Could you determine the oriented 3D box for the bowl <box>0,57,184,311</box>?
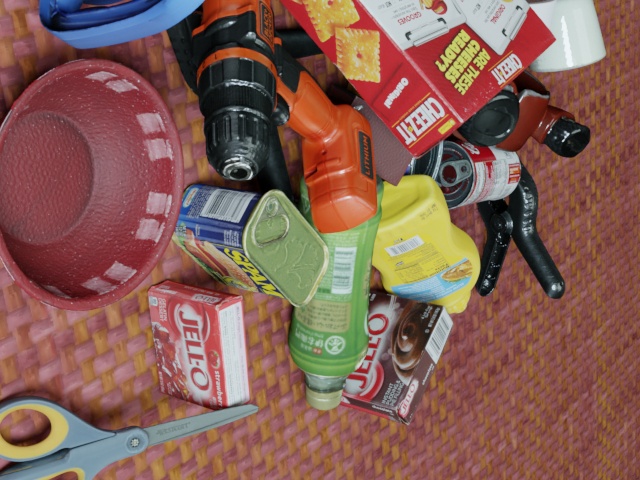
[{"bbox_3d":[-0.163,-0.038,0.694,0.161,0.055,0.162,-16,111,-50],"label":"bowl"}]

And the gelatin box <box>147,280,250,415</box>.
[{"bbox_3d":[-0.091,0.079,0.801,0.030,0.073,0.089,-25,118,-47],"label":"gelatin box"}]

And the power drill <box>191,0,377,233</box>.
[{"bbox_3d":[-0.022,-0.082,0.751,0.187,0.057,0.184,48,32,-48],"label":"power drill"}]

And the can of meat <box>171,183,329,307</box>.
[{"bbox_3d":[-0.055,0.001,0.819,0.102,0.084,0.057,49,60,-46],"label":"can of meat"}]

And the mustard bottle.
[{"bbox_3d":[0.099,0.017,1.018,0.191,0.096,0.058,50,23,-46],"label":"mustard bottle"}]

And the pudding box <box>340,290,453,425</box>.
[{"bbox_3d":[0.061,0.107,0.992,0.113,0.090,0.039,-60,140,-24],"label":"pudding box"}]

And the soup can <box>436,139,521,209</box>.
[{"bbox_3d":[0.152,-0.070,1.085,0.102,0.069,0.068,-11,107,-51],"label":"soup can"}]

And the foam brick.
[{"bbox_3d":[0.039,-0.091,0.912,0.078,0.051,0.053,27,98,-26],"label":"foam brick"}]

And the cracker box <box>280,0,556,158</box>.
[{"bbox_3d":[0.066,-0.194,0.855,0.213,0.072,0.164,50,51,-1],"label":"cracker box"}]

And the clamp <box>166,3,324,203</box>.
[{"bbox_3d":[-0.056,-0.125,0.827,0.209,0.036,0.164,26,75,-53],"label":"clamp"}]

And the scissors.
[{"bbox_3d":[-0.143,0.125,0.737,0.201,0.016,0.096,-27,109,-22],"label":"scissors"}]

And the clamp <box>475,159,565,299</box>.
[{"bbox_3d":[0.199,-0.014,1.155,0.039,0.120,0.171,-9,86,-41],"label":"clamp"}]
